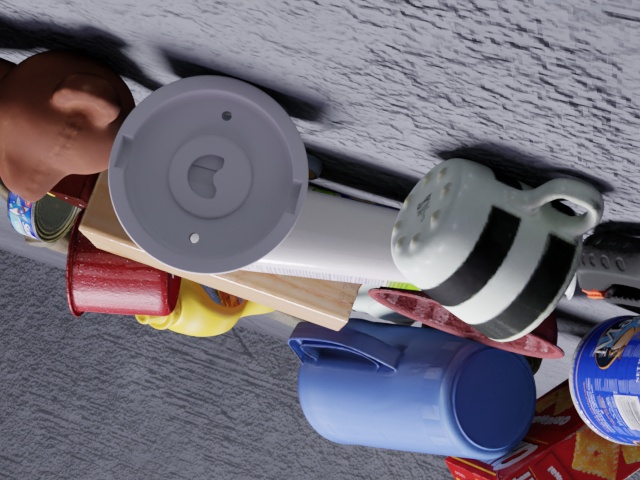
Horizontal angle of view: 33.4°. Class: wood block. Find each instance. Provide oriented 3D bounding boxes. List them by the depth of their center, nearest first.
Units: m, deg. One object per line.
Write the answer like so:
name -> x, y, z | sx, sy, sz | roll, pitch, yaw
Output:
wood block -> -0.065, -0.008, 0.817 | 0.206, 0.090, 0.091 | 19, 171, 0

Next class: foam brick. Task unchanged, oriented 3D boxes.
foam brick -> -0.203, -0.054, 0.950 | 0.053, 0.051, 0.078 | 15, 171, 27

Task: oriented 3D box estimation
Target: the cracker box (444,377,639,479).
cracker box -> 0.238, 0.182, 0.998 | 0.072, 0.213, 0.164 | 59, 169, 0

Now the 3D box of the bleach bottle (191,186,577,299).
bleach bottle -> 0.042, 0.004, 0.712 | 0.251, 0.068, 0.102 | 10, 179, 3

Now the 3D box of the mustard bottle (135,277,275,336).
mustard bottle -> -0.112, 0.048, 1.056 | 0.096, 0.058, 0.191 | 44, -148, 16

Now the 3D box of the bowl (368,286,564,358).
bowl -> 0.122, 0.043, 0.849 | 0.162, 0.055, 0.162 | 18, 171, 3

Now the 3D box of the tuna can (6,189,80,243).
tuna can -> -0.269, -0.043, 1.048 | 0.034, 0.086, 0.086 | 18, 171, 17

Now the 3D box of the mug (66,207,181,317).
mug -> -0.161, 0.010, 0.902 | 0.081, 0.117, 0.093 | 4, 159, 2

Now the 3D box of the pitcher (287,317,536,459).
pitcher -> 0.082, 0.137, 1.023 | 0.149, 0.145, 0.243 | -11, -178, -30
